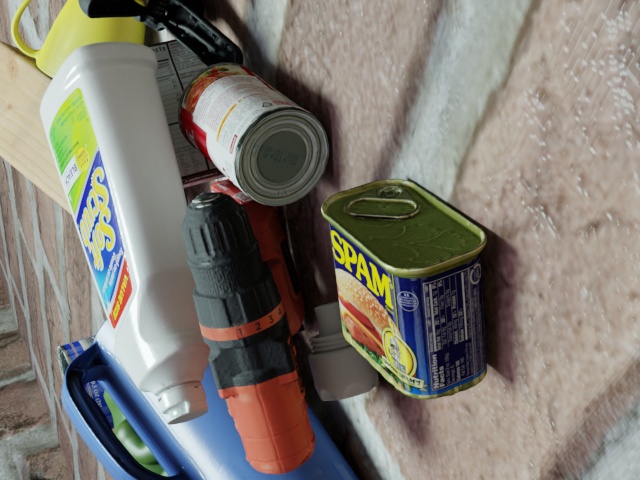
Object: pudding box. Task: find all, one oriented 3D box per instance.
[{"bbox_3d":[-0.113,-0.098,0.828,0.039,0.089,0.113,-30,78,68],"label":"pudding box"}]

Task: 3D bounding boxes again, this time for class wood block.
[{"bbox_3d":[-0.230,-0.094,0.998,0.206,0.090,0.090,35,101,30],"label":"wood block"}]

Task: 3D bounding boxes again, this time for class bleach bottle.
[{"bbox_3d":[-0.122,-0.002,0.722,0.103,0.067,0.251,-39,64,48],"label":"bleach bottle"}]

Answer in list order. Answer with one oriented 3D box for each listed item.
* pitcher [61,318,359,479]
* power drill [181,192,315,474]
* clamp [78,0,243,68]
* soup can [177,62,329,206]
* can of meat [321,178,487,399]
[{"bbox_3d":[-0.077,0.150,0.822,0.243,0.149,0.145,49,-179,31],"label":"pitcher"},{"bbox_3d":[-0.048,0.036,0.711,0.187,0.057,0.184,-93,-9,-71],"label":"power drill"},{"bbox_3d":[-0.113,-0.171,0.794,0.039,0.120,0.171,-53,17,20],"label":"clamp"},{"bbox_3d":[-0.045,-0.072,0.710,0.102,0.068,0.068,42,143,52],"label":"soup can"},{"bbox_3d":[0.046,0.025,0.573,0.102,0.057,0.084,42,145,55],"label":"can of meat"}]
